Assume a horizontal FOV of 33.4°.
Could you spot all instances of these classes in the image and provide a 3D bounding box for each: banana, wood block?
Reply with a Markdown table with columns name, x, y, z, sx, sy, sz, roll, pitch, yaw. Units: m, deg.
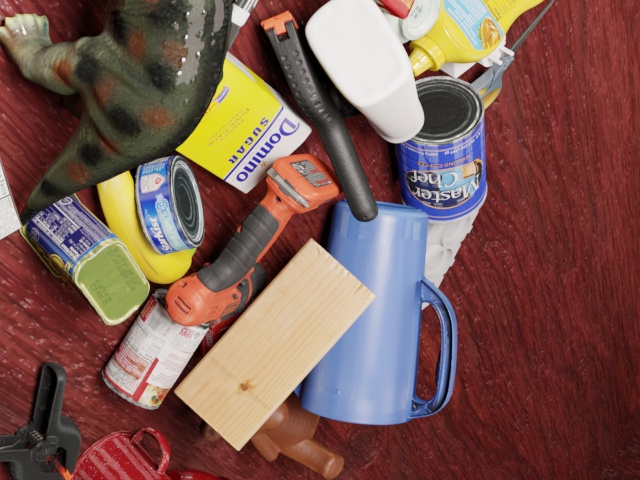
| name | x | y | z | sx | sy | sz | roll | pitch | yaw |
| --- | --- | --- | --- | --- | --- | --- | --- | --- | --- |
| banana | -0.162 | -0.009 | 0.971 | 0.037 | 0.069 | 0.197 | -12 | 150 | 11 |
| wood block | -0.045 | 0.103 | 1.098 | 0.206 | 0.091 | 0.090 | -48 | 179 | -1 |

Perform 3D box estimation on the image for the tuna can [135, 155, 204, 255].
| name | x | y | z | sx | sy | sz | roll | pitch | yaw |
| --- | --- | --- | --- | --- | --- | --- | --- | --- | --- |
| tuna can | -0.132 | -0.032 | 0.947 | 0.034 | 0.086 | 0.086 | -11 | 148 | 11 |

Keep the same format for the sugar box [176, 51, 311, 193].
| name | x | y | z | sx | sy | sz | roll | pitch | yaw |
| --- | --- | --- | --- | --- | --- | --- | --- | --- | --- |
| sugar box | -0.086 | -0.110 | 0.952 | 0.093 | 0.048 | 0.176 | -42 | 147 | 11 |

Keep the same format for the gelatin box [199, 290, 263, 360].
| name | x | y | z | sx | sy | sz | roll | pitch | yaw |
| --- | --- | --- | --- | --- | --- | --- | --- | --- | --- |
| gelatin box | -0.092 | 0.102 | 1.180 | 0.089 | 0.030 | 0.073 | -26 | 129 | -37 |

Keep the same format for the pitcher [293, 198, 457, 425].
| name | x | y | z | sx | sy | sz | roll | pitch | yaw |
| --- | --- | --- | --- | --- | --- | --- | --- | --- | --- |
| pitcher | 0.065 | 0.080 | 1.201 | 0.149 | 0.145 | 0.243 | 4 | 96 | -24 |

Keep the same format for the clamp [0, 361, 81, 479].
| name | x | y | z | sx | sy | sz | roll | pitch | yaw |
| --- | --- | --- | --- | --- | --- | --- | --- | --- | --- |
| clamp | -0.271 | 0.186 | 1.039 | 0.120 | 0.039 | 0.171 | -41 | 154 | -9 |

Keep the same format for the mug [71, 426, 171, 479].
| name | x | y | z | sx | sy | sz | roll | pitch | yaw |
| --- | --- | --- | --- | --- | --- | --- | --- | --- | --- |
| mug | -0.204 | 0.258 | 1.156 | 0.117 | 0.082 | 0.093 | -53 | 149 | 3 |

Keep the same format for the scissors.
| name | x | y | z | sx | sy | sz | roll | pitch | yaw |
| --- | --- | --- | --- | --- | --- | --- | --- | --- | --- |
| scissors | 0.215 | -0.203 | 1.237 | 0.202 | 0.016 | 0.096 | -46 | 163 | 27 |

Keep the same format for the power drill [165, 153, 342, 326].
| name | x | y | z | sx | sy | sz | roll | pitch | yaw |
| --- | --- | --- | --- | --- | --- | --- | --- | --- | --- |
| power drill | -0.057 | 0.001 | 1.050 | 0.188 | 0.057 | 0.184 | -51 | 172 | 18 |

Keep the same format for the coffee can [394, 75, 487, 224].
| name | x | y | z | sx | sy | sz | roll | pitch | yaw |
| --- | --- | --- | --- | --- | --- | --- | --- | --- | --- |
| coffee can | 0.136 | -0.100 | 1.207 | 0.102 | 0.103 | 0.140 | -40 | 146 | -19 |

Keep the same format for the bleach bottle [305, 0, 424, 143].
| name | x | y | z | sx | sy | sz | roll | pitch | yaw |
| --- | --- | --- | --- | --- | --- | --- | --- | --- | --- |
| bleach bottle | 0.054 | -0.151 | 1.021 | 0.068 | 0.102 | 0.250 | -33 | 171 | 6 |

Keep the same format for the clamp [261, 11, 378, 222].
| name | x | y | z | sx | sy | sz | roll | pitch | yaw |
| --- | --- | --- | --- | --- | --- | --- | --- | --- | --- |
| clamp | 0.002 | -0.139 | 1.013 | 0.036 | 0.164 | 0.210 | -20 | 129 | 14 |

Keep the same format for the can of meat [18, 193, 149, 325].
| name | x | y | z | sx | sy | sz | roll | pitch | yaw |
| --- | --- | --- | --- | --- | --- | --- | --- | --- | --- |
| can of meat | -0.199 | 0.015 | 0.912 | 0.057 | 0.084 | 0.102 | -42 | 148 | -15 |

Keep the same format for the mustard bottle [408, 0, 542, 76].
| name | x | y | z | sx | sy | sz | roll | pitch | yaw |
| --- | --- | --- | --- | --- | --- | --- | --- | --- | --- |
| mustard bottle | 0.157 | -0.242 | 1.109 | 0.191 | 0.058 | 0.096 | -46 | 111 | -10 |

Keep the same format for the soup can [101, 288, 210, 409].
| name | x | y | z | sx | sy | sz | roll | pitch | yaw |
| --- | --- | --- | --- | --- | --- | --- | --- | --- | --- |
| soup can | -0.164 | 0.108 | 1.068 | 0.102 | 0.069 | 0.068 | -57 | 148 | 8 |
